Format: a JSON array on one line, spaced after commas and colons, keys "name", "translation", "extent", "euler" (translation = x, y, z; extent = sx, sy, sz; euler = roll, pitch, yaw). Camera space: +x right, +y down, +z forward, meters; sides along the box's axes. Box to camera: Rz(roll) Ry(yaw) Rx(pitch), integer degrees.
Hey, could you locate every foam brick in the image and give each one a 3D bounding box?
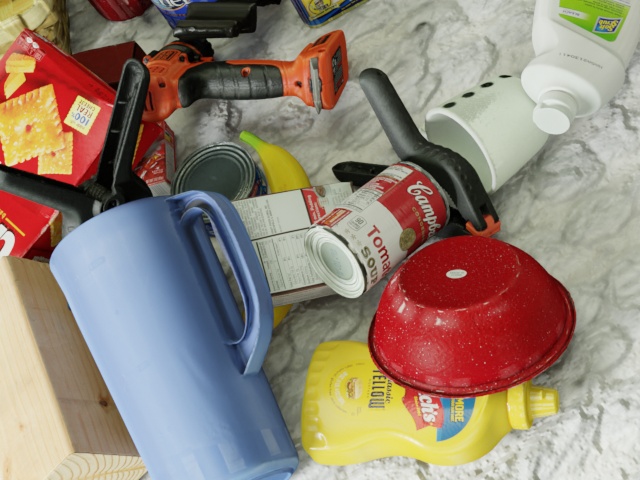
[{"name": "foam brick", "translation": [-0.212, -0.162, 1.087], "extent": [0.078, 0.053, 0.051], "euler": [-8, 61, 19]}]

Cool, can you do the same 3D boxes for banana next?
[{"name": "banana", "translation": [-0.038, -0.003, 0.935], "extent": [0.069, 0.037, 0.198], "euler": [-1, 69, 1]}]

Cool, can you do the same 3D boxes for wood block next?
[{"name": "wood block", "translation": [-0.229, 0.122, 0.908], "extent": [0.090, 0.090, 0.206], "euler": [-46, 53, 23]}]

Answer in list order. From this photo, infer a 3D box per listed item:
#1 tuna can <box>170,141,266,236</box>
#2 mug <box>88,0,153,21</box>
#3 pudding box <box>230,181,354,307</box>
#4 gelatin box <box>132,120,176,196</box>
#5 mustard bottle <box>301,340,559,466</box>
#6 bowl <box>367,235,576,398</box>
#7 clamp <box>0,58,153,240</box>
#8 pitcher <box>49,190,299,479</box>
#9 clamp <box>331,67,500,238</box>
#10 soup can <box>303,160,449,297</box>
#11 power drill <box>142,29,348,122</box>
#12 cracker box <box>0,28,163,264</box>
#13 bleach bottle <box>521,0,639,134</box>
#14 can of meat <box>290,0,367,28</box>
[{"name": "tuna can", "translation": [-0.094, -0.047, 0.990], "extent": [0.086, 0.033, 0.086], "euler": [-10, 61, 18]}, {"name": "mug", "translation": [-0.217, -0.281, 1.134], "extent": [0.093, 0.081, 0.117], "euler": [-37, 56, 1]}, {"name": "pudding box", "translation": [-0.017, 0.004, 0.892], "extent": [0.113, 0.039, 0.090], "euler": [-11, 73, -14]}, {"name": "gelatin box", "translation": [-0.186, -0.071, 1.042], "extent": [0.089, 0.030, 0.073], "euler": [-15, 59, 14]}, {"name": "mustard bottle", "translation": [0.084, 0.123, 0.813], "extent": [0.192, 0.058, 0.096], "euler": [-3, 56, 20]}, {"name": "bowl", "translation": [0.109, 0.044, 0.807], "extent": [0.162, 0.055, 0.162], "euler": [-12, 34, 8]}, {"name": "clamp", "translation": [-0.186, -0.047, 0.930], "extent": [0.036, 0.210, 0.164], "euler": [33, 68, 32]}, {"name": "pitcher", "translation": [-0.105, 0.089, 0.845], "extent": [0.144, 0.149, 0.243], "euler": [-21, 70, -16]}, {"name": "clamp", "translation": [0.080, -0.065, 0.890], "extent": [0.172, 0.120, 0.039], "euler": [33, 51, 28]}, {"name": "soup can", "translation": [0.045, -0.009, 0.850], "extent": [0.069, 0.068, 0.102], "euler": [32, 55, 32]}, {"name": "power drill", "translation": [-0.071, -0.159, 0.997], "extent": [0.188, 0.057, 0.184], "euler": [-3, 25, 11]}, {"name": "cracker box", "translation": [-0.278, -0.072, 1.015], "extent": [0.164, 0.072, 0.214], "euler": [38, 92, 25]}, {"name": "bleach bottle", "translation": [0.216, -0.189, 0.883], "extent": [0.103, 0.068, 0.250], "euler": [17, 58, 15]}, {"name": "can of meat", "translation": [0.008, -0.264, 1.032], "extent": [0.102, 0.084, 0.057], "euler": [-27, 57, 7]}]
